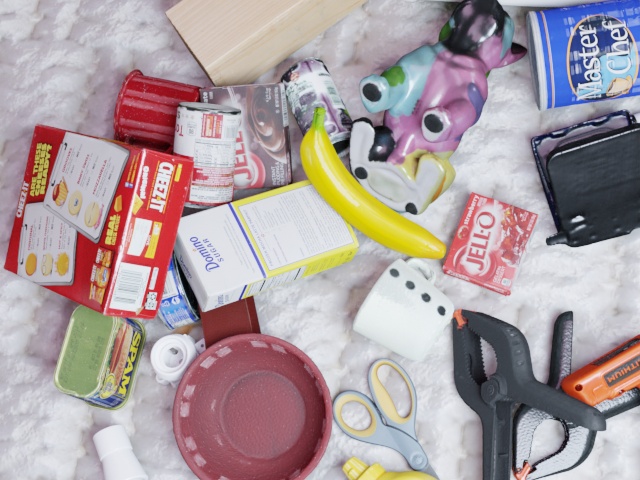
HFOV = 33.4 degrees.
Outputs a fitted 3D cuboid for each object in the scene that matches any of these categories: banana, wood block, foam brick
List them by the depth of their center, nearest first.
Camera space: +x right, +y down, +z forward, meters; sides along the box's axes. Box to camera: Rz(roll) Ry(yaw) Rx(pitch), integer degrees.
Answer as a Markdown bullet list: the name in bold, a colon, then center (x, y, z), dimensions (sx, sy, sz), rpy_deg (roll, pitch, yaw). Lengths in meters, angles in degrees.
- **banana**: center (0.042, -0.043, 1.082), dimensions (0.197, 0.070, 0.037), rpy_deg (46, 55, -8)
- **foam brick**: center (-0.095, 0.079, 1.113), dimensions (0.053, 0.051, 0.078), rpy_deg (-14, 72, 6)
- **wood block**: center (-0.055, -0.261, 1.185), dimensions (0.206, 0.090, 0.091), rpy_deg (-36, 71, -1)

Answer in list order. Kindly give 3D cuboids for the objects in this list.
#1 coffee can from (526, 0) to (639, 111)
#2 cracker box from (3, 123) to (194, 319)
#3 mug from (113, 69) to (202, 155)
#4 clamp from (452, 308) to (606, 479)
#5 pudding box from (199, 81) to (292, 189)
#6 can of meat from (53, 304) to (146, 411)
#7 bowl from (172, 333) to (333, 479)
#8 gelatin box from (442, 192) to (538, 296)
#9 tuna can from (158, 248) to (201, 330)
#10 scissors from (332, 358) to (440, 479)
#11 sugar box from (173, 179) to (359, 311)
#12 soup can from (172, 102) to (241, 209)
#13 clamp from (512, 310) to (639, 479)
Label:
- **coffee can**: center (0.288, -0.193, 1.091), dimensions (0.140, 0.102, 0.103), rpy_deg (-7, 73, 8)
- **cracker box**: center (-0.231, -0.023, 1.092), dimensions (0.214, 0.071, 0.164), rpy_deg (16, 93, 47)
- **mug**: center (-0.175, -0.126, 1.163), dimensions (0.081, 0.093, 0.117), rpy_deg (12, 50, 9)
- **clamp**: center (0.181, 0.141, 1.007), dimensions (0.165, 0.036, 0.210), rpy_deg (-49, 42, 37)
- **pudding box**: center (-0.079, -0.112, 1.152), dimensions (0.090, 0.039, 0.113), rpy_deg (-3, 97, 9)
- **can of meat**: center (-0.229, 0.120, 1.109), dimensions (0.057, 0.084, 0.102), rpy_deg (10, 76, 13)
- **bowl**: center (-0.064, 0.175, 1.070), dimensions (0.162, 0.055, 0.162), rpy_deg (-1, 82, 9)
- **gelatin box**: center (0.174, 0.004, 1.094), dimensions (0.073, 0.030, 0.089), rpy_deg (20, 78, 16)
- **tuna can**: center (-0.153, 0.048, 1.115), dimensions (0.034, 0.086, 0.086), rpy_deg (-18, 71, 3)
- **scissors**: center (0.076, 0.217, 1.058), dimensions (0.096, 0.016, 0.202), rpy_deg (-19, 71, 6)
- **sugar box**: center (-0.057, 0.001, 1.095), dimensions (0.176, 0.048, 0.093), rpy_deg (-18, 68, -21)
- **soup can**: center (-0.119, -0.089, 1.108), dimensions (0.068, 0.068, 0.102), rpy_deg (10, 102, 13)
- **clamp**: center (0.235, 0.155, 1.033), dimensions (0.171, 0.039, 0.120), rpy_deg (-43, 71, -6)
